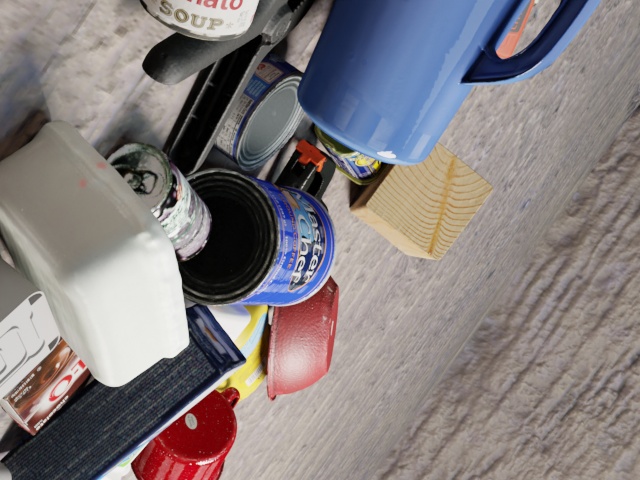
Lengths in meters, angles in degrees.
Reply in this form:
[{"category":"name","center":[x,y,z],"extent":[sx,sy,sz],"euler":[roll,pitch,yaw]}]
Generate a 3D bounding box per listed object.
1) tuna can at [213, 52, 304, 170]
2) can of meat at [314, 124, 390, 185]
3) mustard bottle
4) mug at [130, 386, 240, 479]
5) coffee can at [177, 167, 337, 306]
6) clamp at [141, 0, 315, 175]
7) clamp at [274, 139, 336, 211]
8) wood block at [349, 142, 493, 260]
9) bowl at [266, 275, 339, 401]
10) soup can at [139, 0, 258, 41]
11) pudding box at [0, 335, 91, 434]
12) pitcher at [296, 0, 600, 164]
[{"category":"tuna can","center":[-0.046,-0.097,0.799],"extent":[0.086,0.034,0.086],"euler":[-47,162,-21]},{"category":"can of meat","center":[0.045,-0.111,0.982],"extent":[0.102,0.057,0.084],"euler":[-53,161,-2]},{"category":"mustard bottle","center":[-0.087,0.095,1.025],"extent":[0.096,0.058,0.191],"euler":[-50,163,-16]},{"category":"mug","center":[-0.117,0.177,0.993],"extent":[0.117,0.093,0.082],"euler":[-36,165,-36]},{"category":"coffee can","center":[-0.056,0.001,0.847],"extent":[0.103,0.103,0.140],"euler":[-56,163,8]},{"category":"clamp","center":[-0.044,-0.141,0.710],"extent":[0.209,0.036,0.165],"euler":[-52,173,-21]},{"category":"clamp","center":[-0.017,-0.037,0.992],"extent":[0.120,0.039,0.172],"euler":[-48,171,-40]},{"category":"wood block","center":[0.097,-0.042,1.093],"extent":[0.091,0.090,0.206],"euler":[-53,-177,-2]},{"category":"bowl","center":[-0.014,0.087,1.089],"extent":[0.162,0.055,0.162],"euler":[7,89,-85]},{"category":"soup can","center":[-0.055,-0.168,0.573],"extent":[0.068,0.068,0.102],"euler":[-34,155,-49]},{"category":"pudding box","center":[-0.185,0.074,0.754],"extent":[0.113,0.039,0.090],"euler":[-47,163,-20]},{"category":"pitcher","center":[0.088,-0.170,0.724],"extent":[0.243,0.145,0.149],"euler":[-61,-162,23]}]
